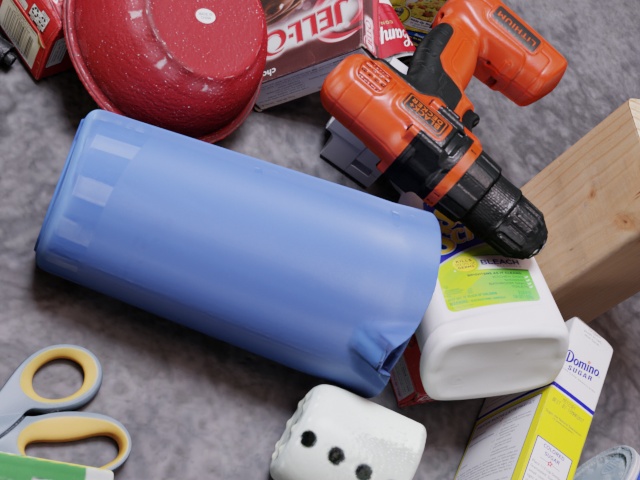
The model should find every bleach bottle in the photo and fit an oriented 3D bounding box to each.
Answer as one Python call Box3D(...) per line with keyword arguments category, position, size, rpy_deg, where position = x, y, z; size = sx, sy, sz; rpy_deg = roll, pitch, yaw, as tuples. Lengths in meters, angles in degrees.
Box3D(category="bleach bottle", position=(0.095, 0.000, 0.785), size=(0.102, 0.068, 0.251), rpy_deg=(-5, 42, -10))

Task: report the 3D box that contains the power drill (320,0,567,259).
Box3D(category="power drill", position=(0.110, -0.092, 0.759), size=(0.184, 0.057, 0.187), rpy_deg=(42, 46, -1))

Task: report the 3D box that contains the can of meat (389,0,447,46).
Box3D(category="can of meat", position=(0.093, -0.214, 0.923), size=(0.102, 0.084, 0.057), rpy_deg=(16, 57, -21))

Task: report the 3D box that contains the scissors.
Box3D(category="scissors", position=(-0.209, 0.099, 0.625), size=(0.201, 0.016, 0.096), rpy_deg=(11, 58, -23))

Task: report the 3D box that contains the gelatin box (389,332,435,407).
Box3D(category="gelatin box", position=(0.081, 0.074, 0.789), size=(0.073, 0.030, 0.089), rpy_deg=(-5, 65, -30))

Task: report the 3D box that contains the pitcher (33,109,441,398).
Box3D(category="pitcher", position=(-0.055, 0.001, 0.705), size=(0.242, 0.149, 0.145), rpy_deg=(20, 70, -13))

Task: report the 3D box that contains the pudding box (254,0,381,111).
Box3D(category="pudding box", position=(-0.009, -0.158, 0.819), size=(0.039, 0.114, 0.090), rpy_deg=(39, 42, -47))

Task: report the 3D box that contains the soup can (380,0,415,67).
Box3D(category="soup can", position=(0.031, -0.174, 0.877), size=(0.068, 0.069, 0.102), rpy_deg=(-16, 72, -34))

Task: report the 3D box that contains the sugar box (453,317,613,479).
Box3D(category="sugar box", position=(0.142, 0.143, 0.743), size=(0.048, 0.093, 0.176), rpy_deg=(39, 53, -7))

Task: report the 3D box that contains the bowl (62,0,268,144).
Box3D(category="bowl", position=(-0.092, -0.148, 0.733), size=(0.161, 0.055, 0.162), rpy_deg=(9, 75, -36))
